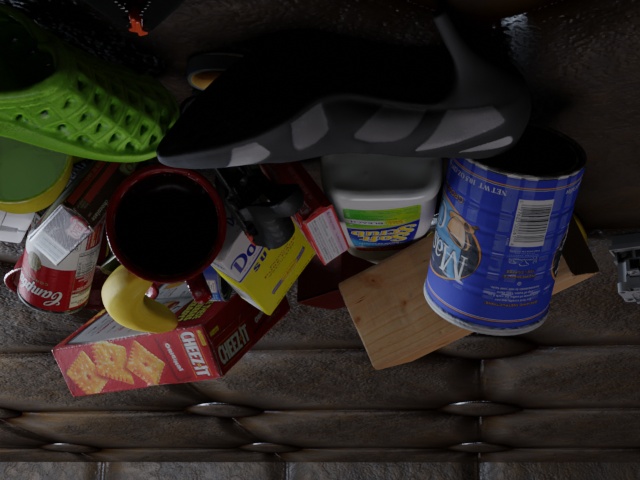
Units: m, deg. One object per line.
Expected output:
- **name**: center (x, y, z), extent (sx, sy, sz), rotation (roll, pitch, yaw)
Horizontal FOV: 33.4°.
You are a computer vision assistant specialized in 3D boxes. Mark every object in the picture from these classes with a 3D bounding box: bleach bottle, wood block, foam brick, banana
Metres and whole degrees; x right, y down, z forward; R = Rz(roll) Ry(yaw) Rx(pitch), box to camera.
- **bleach bottle**: center (0.063, -0.027, 0.961), extent (0.102, 0.068, 0.251), rotation (-2, 163, 8)
- **wood block**: center (0.134, 0.035, 0.978), extent (0.206, 0.090, 0.090), rotation (-29, 167, 26)
- **foam brick**: center (0.018, 0.041, 1.171), extent (0.052, 0.051, 0.078), rotation (15, 157, -37)
- **banana**: center (-0.166, 0.056, 0.987), extent (0.069, 0.037, 0.198), rotation (3, 161, -7)

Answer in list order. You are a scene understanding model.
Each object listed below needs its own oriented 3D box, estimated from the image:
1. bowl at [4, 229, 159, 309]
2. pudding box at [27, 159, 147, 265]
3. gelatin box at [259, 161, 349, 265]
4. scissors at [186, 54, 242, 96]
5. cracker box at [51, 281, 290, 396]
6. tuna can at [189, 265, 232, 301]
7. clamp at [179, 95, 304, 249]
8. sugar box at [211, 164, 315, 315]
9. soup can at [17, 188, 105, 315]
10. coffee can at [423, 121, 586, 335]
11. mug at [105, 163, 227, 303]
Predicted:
- **bowl**: center (-0.251, 0.026, 1.137), extent (0.162, 0.055, 0.162), rotation (1, 161, 0)
- **pudding box**: center (-0.196, -0.035, 0.903), extent (0.039, 0.090, 0.114), rotation (41, 149, -14)
- **gelatin box**: center (-0.013, -0.029, 0.881), extent (0.030, 0.073, 0.089), rotation (-34, 154, -3)
- **scissors**: center (-0.011, -0.103, 0.813), extent (0.201, 0.016, 0.096), rotation (11, 160, -24)
- **cracker box**: center (-0.164, 0.099, 1.192), extent (0.214, 0.072, 0.164), rotation (-10, -161, 31)
- **tuna can**: center (-0.108, 0.018, 1.059), extent (0.034, 0.086, 0.086), rotation (1, 161, 5)
- **clamp**: center (-0.061, -0.045, 0.831), extent (0.039, 0.120, 0.171), rotation (-36, 170, -14)
- **sugar box**: center (-0.056, 0.002, 0.994), extent (0.048, 0.093, 0.176), rotation (32, 171, 18)
- **soup can**: center (-0.243, 0.010, 1.003), extent (0.068, 0.068, 0.102), rotation (8, 122, -18)
- **coffee can**: center (0.142, -0.011, 0.836), extent (0.102, 0.103, 0.140), rotation (3, 120, -6)
- **mug**: center (-0.116, -0.004, 0.858), extent (0.093, 0.117, 0.081), rotation (-28, -176, -3)
